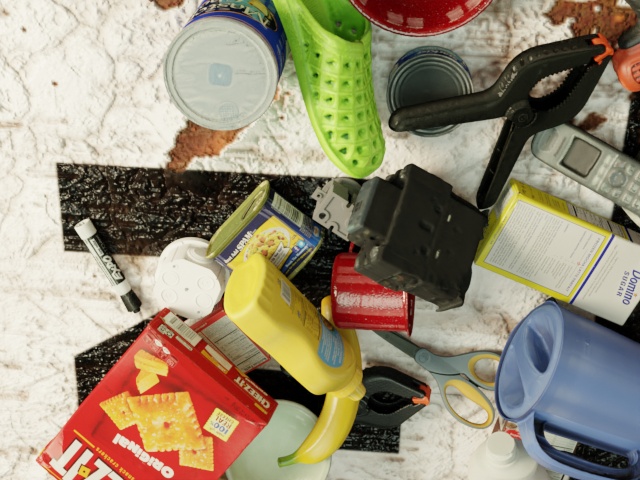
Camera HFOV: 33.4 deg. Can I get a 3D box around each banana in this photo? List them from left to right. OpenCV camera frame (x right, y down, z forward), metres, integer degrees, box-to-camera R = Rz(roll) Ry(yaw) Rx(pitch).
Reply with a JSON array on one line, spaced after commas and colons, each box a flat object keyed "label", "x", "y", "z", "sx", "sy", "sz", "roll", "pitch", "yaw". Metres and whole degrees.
[{"label": "banana", "x": 0.011, "y": 0.162, "z": 1.170, "sx": 0.069, "sy": 0.037, "sz": 0.198, "roll": 16, "pitch": 86, "yaw": -8}]

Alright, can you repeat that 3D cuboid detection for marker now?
[{"label": "marker", "x": -0.233, "y": 0.031, "z": 1.182, "sx": 0.020, "sy": 0.020, "sz": 0.121, "roll": -22, "pitch": 112, "yaw": 15}]

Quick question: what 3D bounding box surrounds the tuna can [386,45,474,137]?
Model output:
[{"label": "tuna can", "x": 0.108, "y": -0.147, "z": 1.052, "sx": 0.086, "sy": 0.033, "sz": 0.086, "roll": 2, "pitch": 117, "yaw": 4}]

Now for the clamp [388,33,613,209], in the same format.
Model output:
[{"label": "clamp", "x": 0.191, "y": -0.120, "z": 1.029, "sx": 0.210, "sy": 0.036, "sz": 0.164, "roll": -31, "pitch": 133, "yaw": 17}]

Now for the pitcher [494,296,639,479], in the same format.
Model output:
[{"label": "pitcher", "x": 0.315, "y": 0.174, "z": 1.128, "sx": 0.242, "sy": 0.145, "sz": 0.149, "roll": 22, "pitch": 100, "yaw": -12}]

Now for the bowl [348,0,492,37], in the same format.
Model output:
[{"label": "bowl", "x": 0.093, "y": -0.272, "z": 0.979, "sx": 0.162, "sy": 0.055, "sz": 0.162, "roll": 2, "pitch": 117, "yaw": 4}]

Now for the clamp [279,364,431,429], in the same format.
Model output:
[{"label": "clamp", "x": 0.037, "y": 0.173, "z": 1.217, "sx": 0.172, "sy": 0.039, "sz": 0.120, "roll": -15, "pitch": 119, "yaw": 16}]

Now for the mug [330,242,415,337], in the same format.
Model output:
[{"label": "mug", "x": 0.057, "y": 0.042, "z": 1.128, "sx": 0.081, "sy": 0.093, "sz": 0.117, "roll": 1, "pitch": 88, "yaw": 10}]

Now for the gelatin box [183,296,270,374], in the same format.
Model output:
[{"label": "gelatin box", "x": -0.109, "y": 0.116, "z": 1.203, "sx": 0.073, "sy": 0.030, "sz": 0.089, "roll": -32, "pitch": 117, "yaw": 19}]

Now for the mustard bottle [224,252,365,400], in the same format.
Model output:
[{"label": "mustard bottle", "x": -0.017, "y": 0.103, "z": 1.102, "sx": 0.058, "sy": 0.096, "sz": 0.191, "roll": -35, "pitch": 117, "yaw": 18}]

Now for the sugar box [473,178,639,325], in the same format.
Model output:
[{"label": "sugar box", "x": 0.258, "y": 0.013, "z": 1.112, "sx": 0.176, "sy": 0.048, "sz": 0.093, "roll": 22, "pitch": 116, "yaw": -10}]

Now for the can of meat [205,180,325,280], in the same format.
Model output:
[{"label": "can of meat", "x": -0.057, "y": 0.001, "z": 1.130, "sx": 0.084, "sy": 0.057, "sz": 0.102, "roll": 38, "pitch": 114, "yaw": -15}]

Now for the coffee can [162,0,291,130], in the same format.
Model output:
[{"label": "coffee can", "x": -0.083, "y": -0.175, "z": 0.997, "sx": 0.103, "sy": 0.140, "sz": 0.103, "roll": 2, "pitch": 117, "yaw": 4}]

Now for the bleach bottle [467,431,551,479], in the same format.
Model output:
[{"label": "bleach bottle", "x": 0.222, "y": 0.284, "z": 1.183, "sx": 0.103, "sy": 0.068, "sz": 0.251, "roll": -4, "pitch": 141, "yaw": 15}]

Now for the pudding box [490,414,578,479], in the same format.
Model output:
[{"label": "pudding box", "x": 0.245, "y": 0.228, "z": 1.224, "sx": 0.090, "sy": 0.039, "sz": 0.114, "roll": 14, "pitch": 119, "yaw": -3}]

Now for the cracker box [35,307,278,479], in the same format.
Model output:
[{"label": "cracker box", "x": -0.176, "y": 0.206, "z": 1.145, "sx": 0.164, "sy": 0.072, "sz": 0.214, "roll": 41, "pitch": 105, "yaw": -1}]

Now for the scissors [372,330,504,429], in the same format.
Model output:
[{"label": "scissors", "x": 0.134, "y": 0.122, "z": 1.190, "sx": 0.096, "sy": 0.016, "sz": 0.202, "roll": -41, "pitch": 92, "yaw": -2}]
